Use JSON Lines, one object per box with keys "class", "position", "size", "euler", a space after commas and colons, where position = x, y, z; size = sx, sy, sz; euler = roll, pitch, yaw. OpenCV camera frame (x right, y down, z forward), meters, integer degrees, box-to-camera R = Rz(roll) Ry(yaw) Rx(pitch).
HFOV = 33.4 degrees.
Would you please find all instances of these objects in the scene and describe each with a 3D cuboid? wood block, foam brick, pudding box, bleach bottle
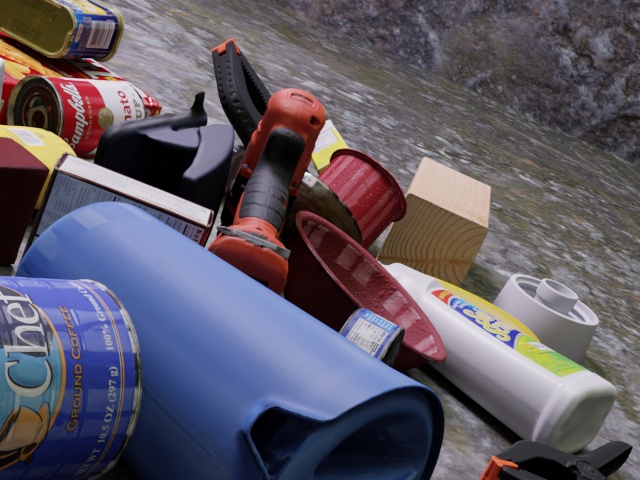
{"class": "wood block", "position": [0.128, -0.018, 1.171], "size": [0.091, 0.090, 0.206], "euler": [26, 17, 2]}
{"class": "foam brick", "position": [-0.230, -0.028, 0.726], "size": [0.051, 0.078, 0.052], "euler": [39, 22, 33]}
{"class": "pudding box", "position": [-0.141, 0.003, 0.735], "size": [0.113, 0.090, 0.039], "euler": [22, 18, -10]}
{"class": "bleach bottle", "position": [0.120, 0.085, 0.904], "size": [0.251, 0.068, 0.102], "euler": [34, 17, 33]}

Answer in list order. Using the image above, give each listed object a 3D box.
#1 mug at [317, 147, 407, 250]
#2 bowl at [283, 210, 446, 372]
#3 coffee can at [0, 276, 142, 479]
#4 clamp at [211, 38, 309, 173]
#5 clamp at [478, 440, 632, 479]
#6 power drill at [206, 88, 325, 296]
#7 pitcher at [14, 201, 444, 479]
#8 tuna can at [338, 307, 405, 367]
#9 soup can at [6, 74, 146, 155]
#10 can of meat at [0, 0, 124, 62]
{"class": "mug", "position": [0.016, -0.025, 1.026], "size": [0.093, 0.081, 0.117], "euler": [49, -26, -12]}
{"class": "bowl", "position": [0.023, 0.052, 0.832], "size": [0.162, 0.055, 0.162], "euler": [42, 13, -12]}
{"class": "coffee can", "position": [-0.169, 0.065, 0.489], "size": [0.140, 0.103, 0.103], "euler": [6, 25, -47]}
{"class": "clamp", "position": [-0.055, -0.105, 1.099], "size": [0.210, 0.036, 0.164], "euler": [68, 19, 9]}
{"class": "clamp", "position": [0.193, 0.182, 0.755], "size": [0.171, 0.039, 0.120], "euler": [6, 20, -32]}
{"class": "power drill", "position": [-0.055, 0.001, 0.789], "size": [0.057, 0.185, 0.187], "euler": [19, 38, -7]}
{"class": "pitcher", "position": [-0.059, 0.081, 0.585], "size": [0.144, 0.149, 0.243], "euler": [-15, 37, -42]}
{"class": "tuna can", "position": [0.022, 0.089, 0.713], "size": [0.034, 0.086, 0.086], "euler": [27, 17, 12]}
{"class": "soup can", "position": [-0.209, -0.107, 0.925], "size": [0.069, 0.068, 0.102], "euler": [34, 22, 28]}
{"class": "can of meat", "position": [-0.257, -0.214, 1.037], "size": [0.102, 0.057, 0.083], "euler": [28, 17, 16]}
